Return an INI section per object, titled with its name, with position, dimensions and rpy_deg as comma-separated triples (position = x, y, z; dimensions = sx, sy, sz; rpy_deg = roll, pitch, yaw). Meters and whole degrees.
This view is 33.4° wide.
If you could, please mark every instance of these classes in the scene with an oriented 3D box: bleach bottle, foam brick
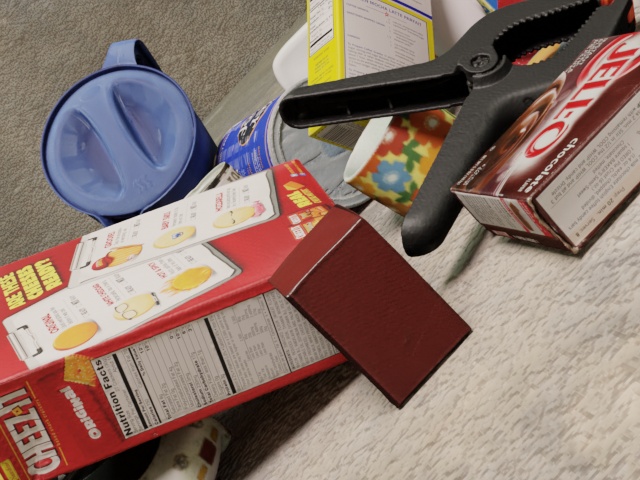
[bleach bottle]
position = 0.028, -0.188, 1.035
dimensions = 0.103, 0.068, 0.250
rpy_deg = -43, 3, 16
[foam brick]
position = 0.021, 0.030, 0.501
dimensions = 0.051, 0.078, 0.053
rpy_deg = -45, 13, -3

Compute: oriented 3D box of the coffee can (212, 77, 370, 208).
[coffee can]
position = -0.017, -0.066, 0.855
dimensions = 0.102, 0.102, 0.140
rpy_deg = -51, 13, -20

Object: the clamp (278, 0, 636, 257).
[clamp]
position = 0.085, -0.090, 0.611
dimensions = 0.210, 0.036, 0.165
rpy_deg = -36, 44, -13

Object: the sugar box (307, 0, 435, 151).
[sugar box]
position = 0.037, -0.147, 0.782
dimensions = 0.048, 0.093, 0.176
rpy_deg = -34, 49, 46

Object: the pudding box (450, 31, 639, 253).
[pudding box]
position = 0.124, -0.049, 0.497
dimensions = 0.113, 0.039, 0.090
rpy_deg = -48, 13, -6

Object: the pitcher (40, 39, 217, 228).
[pitcher]
position = -0.143, -0.061, 0.972
dimensions = 0.149, 0.145, 0.242
rpy_deg = -51, -18, -6

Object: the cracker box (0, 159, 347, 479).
[cracker box]
position = -0.083, 0.039, 0.601
dimensions = 0.213, 0.072, 0.164
rpy_deg = -22, 23, -6
